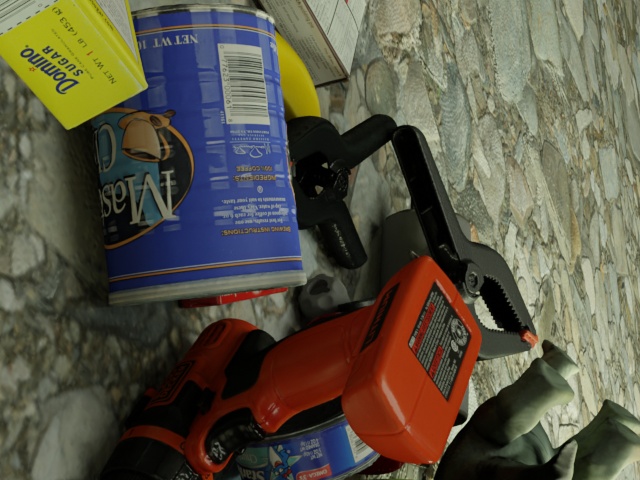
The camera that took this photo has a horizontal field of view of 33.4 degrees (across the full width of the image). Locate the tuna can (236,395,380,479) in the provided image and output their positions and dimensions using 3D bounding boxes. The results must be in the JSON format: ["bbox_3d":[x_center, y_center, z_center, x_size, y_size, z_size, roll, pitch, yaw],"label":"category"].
[{"bbox_3d":[-0.008,0.113,0.612,0.086,0.086,0.034,-30,106,-63],"label":"tuna can"}]

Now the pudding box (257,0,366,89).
[{"bbox_3d":[-0.008,-0.184,0.794,0.113,0.039,0.090,54,38,-42],"label":"pudding box"}]

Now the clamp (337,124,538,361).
[{"bbox_3d":[0.101,0.021,0.813,0.209,0.036,0.164,32,61,-38],"label":"clamp"}]

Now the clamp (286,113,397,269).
[{"bbox_3d":[0.006,-0.053,0.761,0.171,0.039,0.120,30,70,-62],"label":"clamp"}]

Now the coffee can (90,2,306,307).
[{"bbox_3d":[-0.066,-0.040,0.556,0.102,0.103,0.140,-1,84,-64],"label":"coffee can"}]

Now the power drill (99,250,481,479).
[{"bbox_3d":[-0.024,0.086,0.512,0.057,0.188,0.184,55,36,-20],"label":"power drill"}]

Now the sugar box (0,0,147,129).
[{"bbox_3d":[-0.125,-0.138,0.456,0.093,0.048,0.176,56,9,-46],"label":"sugar box"}]
